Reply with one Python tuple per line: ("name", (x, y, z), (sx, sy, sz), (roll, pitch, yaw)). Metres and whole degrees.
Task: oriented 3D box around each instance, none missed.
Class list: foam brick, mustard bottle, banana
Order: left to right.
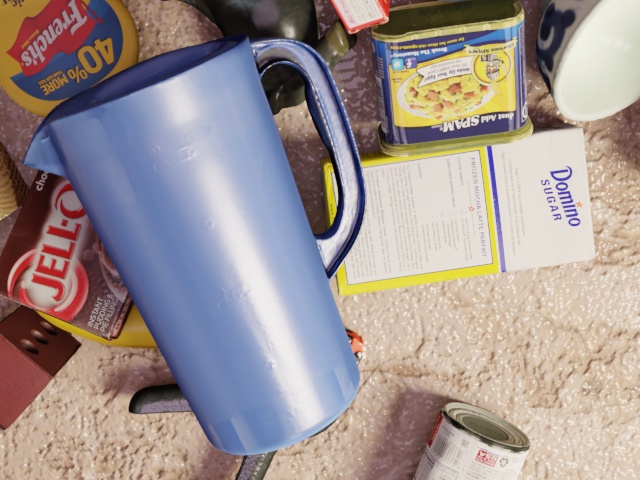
("foam brick", (-0.210, 0.084, 0.737), (0.053, 0.078, 0.051), (43, 100, -7))
("mustard bottle", (-0.174, -0.138, 0.695), (0.096, 0.058, 0.191), (-31, 110, -4))
("banana", (-0.111, 0.043, 0.751), (0.198, 0.037, 0.069), (-11, 79, 1))

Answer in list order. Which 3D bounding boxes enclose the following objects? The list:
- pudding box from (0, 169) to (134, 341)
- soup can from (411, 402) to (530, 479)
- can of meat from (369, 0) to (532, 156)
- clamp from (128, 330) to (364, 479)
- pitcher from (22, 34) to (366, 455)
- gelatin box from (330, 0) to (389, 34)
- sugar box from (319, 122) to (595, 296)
("pudding box", (-0.159, 0.000, 0.720), (0.090, 0.039, 0.113), (21, 81, 4))
("soup can", (0.098, 0.174, 0.754), (0.068, 0.068, 0.102), (20, 100, -3))
("can of meat", (0.084, -0.108, 0.692), (0.102, 0.057, 0.084), (-7, 122, 3))
("clamp", (-0.049, 0.112, 0.760), (0.171, 0.039, 0.120), (-44, 102, 2))
("pitcher", (-0.054, 0.001, 0.657), (0.149, 0.144, 0.243), (-10, 111, 35))
("gelatin box", (0.016, -0.185, 0.658), (0.030, 0.073, 0.089), (-15, 134, 24))
("sugar box", (0.092, -0.022, 0.728), (0.176, 0.048, 0.093), (-8, 101, -1))
